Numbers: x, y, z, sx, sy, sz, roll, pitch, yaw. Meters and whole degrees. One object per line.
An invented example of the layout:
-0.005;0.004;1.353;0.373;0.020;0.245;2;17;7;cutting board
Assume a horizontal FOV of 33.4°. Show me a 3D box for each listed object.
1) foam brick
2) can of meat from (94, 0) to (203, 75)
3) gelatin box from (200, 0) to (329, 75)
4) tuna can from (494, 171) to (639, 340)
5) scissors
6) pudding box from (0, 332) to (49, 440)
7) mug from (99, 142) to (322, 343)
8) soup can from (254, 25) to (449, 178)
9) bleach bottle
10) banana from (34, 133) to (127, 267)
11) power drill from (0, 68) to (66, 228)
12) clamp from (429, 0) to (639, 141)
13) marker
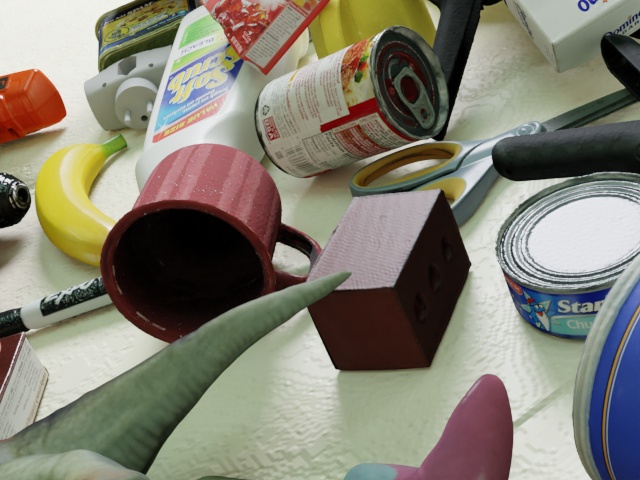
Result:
0.034;0.019;0.525;0.051;0.053;0.078;-3;38;30;foam brick
-0.140;-0.168;0.910;0.102;0.057;0.084;-22;34;4;can of meat
-0.038;-0.166;0.723;0.073;0.030;0.089;-47;43;14;gelatin box
0.127;0.007;0.498;0.086;0.033;0.086;-17;33;11;tuna can
0.111;-0.045;0.600;0.202;0.016;0.096;-14;35;16;scissors
-0.203;0.105;0.571;0.090;0.039;0.113;-17;33;11;pudding box
-0.054;0.001;0.589;0.117;0.093;0.081;12;32;-1;mug
0.017;-0.081;0.647;0.102;0.068;0.068;-16;30;43;soup can
-0.068;-0.087;0.740;0.103;0.068;0.250;-14;36;15;bleach bottle
-0.165;-0.028;0.741;0.069;0.037;0.198;-26;32;0;banana
-0.275;-0.063;0.845;0.185;0.057;0.187;-8;36;25;power drill
0.119;-0.172;0.698;0.164;0.036;0.210;-17;59;5;clamp
-0.151;0.038;0.653;0.121;0.020;0.020;-19;32;9;marker
